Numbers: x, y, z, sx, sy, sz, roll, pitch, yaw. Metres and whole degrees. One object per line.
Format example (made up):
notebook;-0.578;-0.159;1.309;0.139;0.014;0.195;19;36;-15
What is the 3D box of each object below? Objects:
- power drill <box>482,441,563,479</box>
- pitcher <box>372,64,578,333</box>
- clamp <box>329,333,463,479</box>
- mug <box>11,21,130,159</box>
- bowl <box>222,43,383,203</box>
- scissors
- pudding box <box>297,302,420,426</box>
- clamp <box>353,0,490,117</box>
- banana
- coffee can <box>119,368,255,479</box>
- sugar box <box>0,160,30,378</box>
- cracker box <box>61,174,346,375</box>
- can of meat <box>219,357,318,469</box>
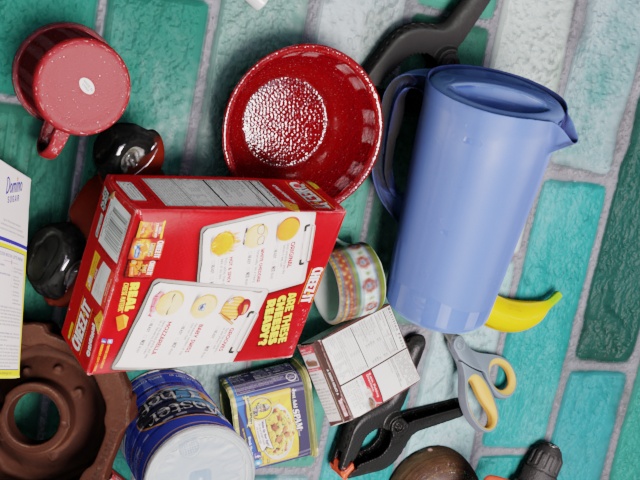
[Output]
power drill;0.211;0.305;1.187;0.184;0.057;0.187;-65;155;-5
pitcher;0.130;-0.041;1.022;0.144;0.149;0.243;3;119;-19
clamp;0.076;0.183;1.151;0.171;0.039;0.120;-34;110;-18
mug;-0.214;-0.124;0.906;0.093;0.082;0.117;23;95;-28
bowl;-0.024;-0.107;1.009;0.161;0.055;0.162;-7;108;-22
scissors;0.164;0.113;1.177;0.096;0.016;0.202;-26;102;-37
pudding box;0.041;0.124;1.081;0.113;0.039;0.090;-23;90;-43
clamp;0.129;-0.173;1.067;0.210;0.036;0.164;-29;117;-10
banana;0.178;0.055;1.160;0.197;0.037;0.069;25;75;-29
coffee can;-0.133;0.193;1.004;0.102;0.140;0.103;-7;108;-22
sugar box;-0.278;0.026;0.886;0.048;0.093;0.176;-1;82;1
cracker box;-0.102;0.027;0.934;0.213;0.072;0.164;-1;123;-38
can of meat;-0.053;0.179;1.083;0.083;0.057;0.102;-12;109;-18
